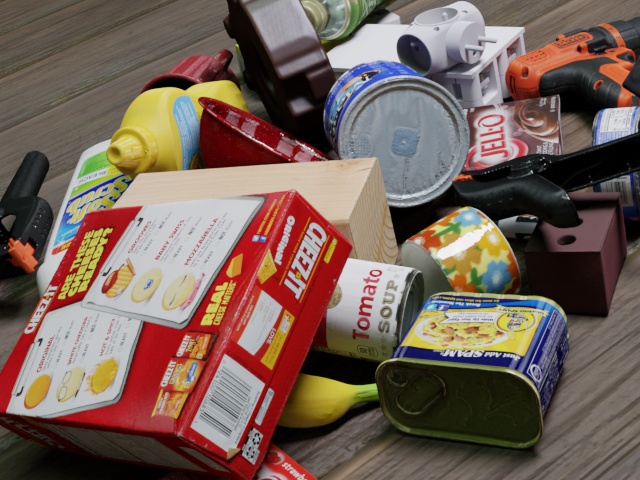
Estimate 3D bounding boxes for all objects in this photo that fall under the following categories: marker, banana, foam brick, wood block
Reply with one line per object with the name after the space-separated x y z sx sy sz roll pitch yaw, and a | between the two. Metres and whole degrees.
0.168 -0.009 0.808 0.121 0.020 0.020 5 35 31 | marker
-0.052 0.091 0.730 0.198 0.037 0.069 16 13 38 | banana
0.179 0.008 0.742 0.053 0.051 0.078 1 34 27 | foam brick
-0.055 0.001 0.825 0.206 0.090 0.090 -2 32 21 | wood block

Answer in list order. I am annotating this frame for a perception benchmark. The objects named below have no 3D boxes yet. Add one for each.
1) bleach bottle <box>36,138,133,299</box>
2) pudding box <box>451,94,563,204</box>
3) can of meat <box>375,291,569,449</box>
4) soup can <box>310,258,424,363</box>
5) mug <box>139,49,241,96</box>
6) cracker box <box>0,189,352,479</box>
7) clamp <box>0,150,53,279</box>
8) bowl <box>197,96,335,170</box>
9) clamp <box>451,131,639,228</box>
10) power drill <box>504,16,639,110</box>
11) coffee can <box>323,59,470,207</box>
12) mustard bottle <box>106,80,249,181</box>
-0.182 -0.006 0.926 0.102 0.068 0.251 -14 32 9 | bleach bottle
0.160 -0.078 0.908 0.090 0.039 0.113 -5 31 17 | pudding box
0.097 0.076 0.661 0.102 0.057 0.083 2 32 27 | can of meat
0.013 0.044 0.725 0.102 0.068 0.068 9 36 17 | soup can
-0.125 -0.150 1.098 0.093 0.117 0.081 34 32 -3 | mug
-0.101 0.058 0.679 0.214 0.072 0.164 -4 53 44 | cracker box
-0.297 -0.003 0.954 0.164 0.036 0.210 -40 28 -6 | clamp
-0.043 -0.061 0.911 0.162 0.055 0.162 28 11 -6 | bowl
0.146 -0.035 0.730 0.120 0.039 0.172 -26 8 -39 | clamp
0.286 -0.148 0.955 0.184 0.057 0.188 -23 29 -14 | power drill
0.059 -0.092 0.886 0.103 0.103 0.140 -16 16 0 | coffee can
-0.126 -0.087 0.943 0.058 0.096 0.191 -2 10 25 | mustard bottle
